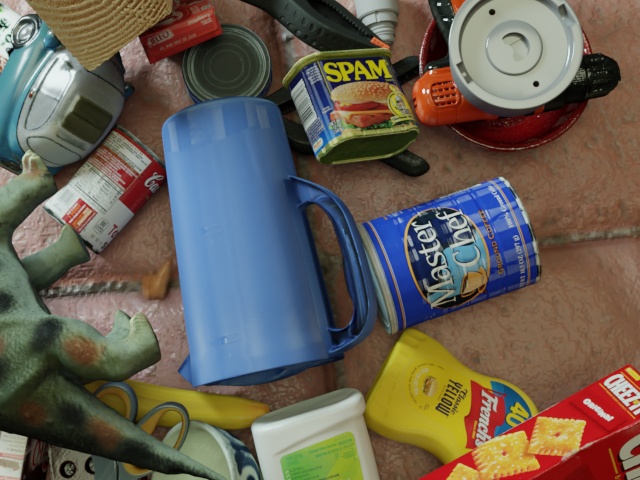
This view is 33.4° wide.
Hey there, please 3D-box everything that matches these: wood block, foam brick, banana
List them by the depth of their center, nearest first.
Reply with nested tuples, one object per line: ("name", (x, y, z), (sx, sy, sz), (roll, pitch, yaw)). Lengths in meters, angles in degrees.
("wood block", (-0.185, -0.237, 0.918), (0.090, 0.206, 0.090), (-33, 117, 12))
("foam brick", (-0.195, 0.197, 0.937), (0.078, 0.051, 0.053), (-9, 80, -2))
("banana", (-0.145, 0.142, 0.939), (0.197, 0.070, 0.037), (14, 70, -12))

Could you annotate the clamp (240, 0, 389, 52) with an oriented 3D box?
("clamp", (-0.031, -0.227, 0.988), (0.210, 0.164, 0.036), (29, 118, -11))

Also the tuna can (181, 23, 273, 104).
("tuna can", (-0.088, -0.160, 1.008), (0.086, 0.034, 0.086), (0, 80, -1))

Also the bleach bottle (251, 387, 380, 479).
("bleach bottle", (0.022, 0.260, 0.905), (0.102, 0.068, 0.251), (-17, 93, -5))

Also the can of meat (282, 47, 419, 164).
("can of meat", (0.029, -0.117, 0.936), (0.101, 0.058, 0.084), (-10, 71, -33))

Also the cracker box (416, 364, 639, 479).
("cracker box", (0.201, 0.226, 0.889), (0.213, 0.072, 0.164), (-27, 120, -5))

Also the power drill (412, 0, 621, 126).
("power drill", (0.162, -0.200, 0.950), (0.184, 0.057, 0.187), (-9, 80, -3))

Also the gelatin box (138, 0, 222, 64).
("gelatin box", (-0.136, -0.203, 0.990), (0.073, 0.089, 0.030), (-23, 122, -4))

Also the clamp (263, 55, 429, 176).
("clamp", (0.025, -0.126, 1.003), (0.171, 0.039, 0.120), (9, 66, 2))

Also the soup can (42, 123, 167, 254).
("soup can", (-0.194, -0.046, 0.970), (0.068, 0.068, 0.102), (40, 82, 5))

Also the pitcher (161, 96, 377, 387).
("pitcher", (-0.056, 0.001, 0.927), (0.149, 0.145, 0.243), (-7, 81, -23))

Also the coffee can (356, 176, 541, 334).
("coffee can", (0.110, 0.013, 0.948), (0.140, 0.103, 0.103), (-19, 81, -4))

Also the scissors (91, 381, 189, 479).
("scissors", (-0.196, 0.201, 0.896), (0.202, 0.016, 0.096), (-45, 94, -2))

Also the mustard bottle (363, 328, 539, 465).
("mustard bottle", (0.137, 0.163, 0.944), (0.191, 0.058, 0.096), (29, 62, 3))

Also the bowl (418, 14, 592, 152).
("bowl", (0.170, -0.155, 1.001), (0.162, 0.055, 0.162), (0, 80, -1))

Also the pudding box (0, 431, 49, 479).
("pudding box", (-0.254, 0.165, 0.911), (0.039, 0.113, 0.090), (7, 81, 0))
